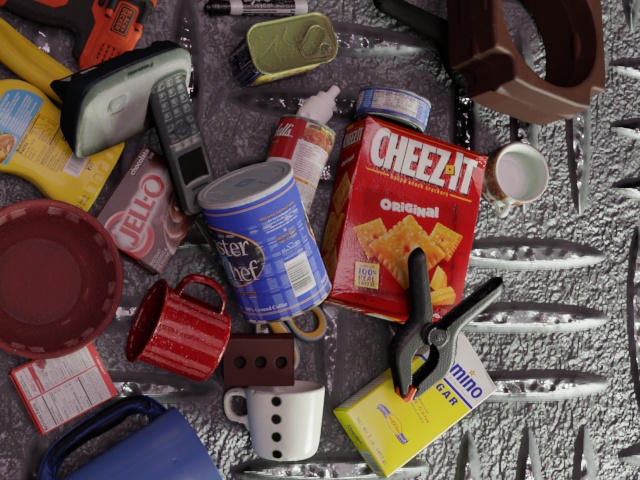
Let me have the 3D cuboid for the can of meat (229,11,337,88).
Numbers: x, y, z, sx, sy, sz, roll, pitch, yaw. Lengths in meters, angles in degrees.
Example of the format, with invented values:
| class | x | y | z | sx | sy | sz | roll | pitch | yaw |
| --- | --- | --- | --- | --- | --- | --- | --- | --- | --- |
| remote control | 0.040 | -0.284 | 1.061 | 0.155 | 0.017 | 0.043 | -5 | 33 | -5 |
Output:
| class | x | y | z | sx | sy | sz | roll | pitch | yaw |
| --- | --- | --- | --- | --- | --- | --- | --- | --- | --- |
| can of meat | -0.044 | -0.210 | 1.191 | 0.102 | 0.084 | 0.057 | -16 | 90 | -21 |

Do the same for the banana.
| class | x | y | z | sx | sy | sz | roll | pitch | yaw |
| --- | --- | --- | --- | --- | --- | --- | --- | --- | --- |
| banana | -0.282 | -0.172 | 1.105 | 0.197 | 0.070 | 0.037 | 37 | 84 | -31 |

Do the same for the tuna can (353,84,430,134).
| class | x | y | z | sx | sy | sz | roll | pitch | yaw |
| --- | --- | --- | --- | --- | --- | --- | --- | --- | --- |
| tuna can | 0.082 | -0.148 | 1.232 | 0.086 | 0.086 | 0.034 | 16 | 80 | -19 |

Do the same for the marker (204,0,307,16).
| class | x | y | z | sx | sy | sz | roll | pitch | yaw |
| --- | --- | --- | --- | --- | --- | --- | --- | --- | --- |
| marker | -0.074 | -0.266 | 1.221 | 0.121 | 0.020 | 0.020 | -5 | 86 | -21 |

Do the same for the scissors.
| class | x | y | z | sx | sy | sz | roll | pitch | yaw |
| --- | --- | --- | --- | --- | --- | --- | --- | --- | --- |
| scissors | -0.060 | 0.050 | 1.193 | 0.096 | 0.016 | 0.202 | -24 | 94 | -19 |

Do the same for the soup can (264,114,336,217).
| class | x | y | z | sx | sy | sz | roll | pitch | yaw |
| --- | --- | --- | --- | --- | --- | --- | --- | --- | --- |
| soup can | -0.029 | -0.080 | 1.192 | 0.068 | 0.069 | 0.102 | 23 | 77 | -17 |

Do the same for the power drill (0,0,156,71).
| class | x | y | z | sx | sy | sz | roll | pitch | yaw |
| --- | --- | --- | --- | --- | --- | --- | --- | --- | --- |
| power drill | -0.265 | -0.279 | 1.130 | 0.187 | 0.057 | 0.184 | 24 | 73 | -16 |

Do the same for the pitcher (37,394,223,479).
| class | x | y | z | sx | sy | sz | roll | pitch | yaw |
| --- | --- | --- | --- | --- | --- | --- | --- | --- | --- |
| pitcher | -0.220 | 0.271 | 1.061 | 0.242 | 0.149 | 0.145 | -28 | 110 | -18 |

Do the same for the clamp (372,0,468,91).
| class | x | y | z | sx | sy | sz | roll | pitch | yaw |
| --- | --- | --- | --- | --- | --- | --- | --- | --- | --- |
| clamp | 0.161 | -0.251 | 1.295 | 0.164 | 0.036 | 0.210 | -34 | 99 | -29 |

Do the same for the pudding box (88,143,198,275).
| class | x | y | z | sx | sy | sz | roll | pitch | yaw |
| --- | --- | --- | --- | --- | --- | --- | --- | --- | --- |
| pudding box | -0.183 | -0.032 | 1.144 | 0.090 | 0.039 | 0.113 | 34 | 74 | -14 |

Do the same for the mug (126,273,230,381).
| class | x | y | z | sx | sy | sz | roll | pitch | yaw |
| --- | --- | --- | --- | --- | --- | --- | --- | --- | --- |
| mug | -0.141 | 0.087 | 1.116 | 0.081 | 0.093 | 0.117 | 24 | 105 | -22 |

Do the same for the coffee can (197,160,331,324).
| class | x | y | z | sx | sy | sz | roll | pitch | yaw |
| --- | --- | --- | --- | --- | --- | --- | --- | --- | --- |
| coffee can | -0.057 | 0.001 | 1.114 | 0.102 | 0.103 | 0.140 | -27 | 112 | -21 |

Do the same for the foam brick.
| class | x | y | z | sx | sy | sz | roll | pitch | yaw |
| --- | --- | --- | --- | --- | --- | --- | --- | --- | --- |
| foam brick | -0.067 | 0.128 | 1.153 | 0.078 | 0.051 | 0.053 | 0 | 93 | -7 |

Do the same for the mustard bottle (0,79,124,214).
| class | x | y | z | sx | sy | sz | roll | pitch | yaw |
| --- | --- | --- | --- | --- | --- | --- | --- | --- | --- |
| mustard bottle | -0.306 | -0.110 | 1.096 | 0.191 | 0.058 | 0.096 | 30 | 79 | -15 |

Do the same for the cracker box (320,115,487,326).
| class | x | y | z | sx | sy | sz | roll | pitch | yaw |
| --- | --- | --- | --- | --- | --- | --- | --- | --- | --- |
| cracker box | 0.093 | -0.016 | 1.229 | 0.164 | 0.072 | 0.213 | 16 | 78 | -19 |

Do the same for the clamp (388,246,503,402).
| class | x | y | z | sx | sy | sz | roll | pitch | yaw |
| --- | --- | --- | --- | --- | --- | --- | --- | --- | --- |
| clamp | 0.133 | 0.098 | 1.178 | 0.120 | 0.039 | 0.171 | 12 | 103 | -15 |

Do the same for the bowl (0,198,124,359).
| class | x | y | z | sx | sy | sz | roll | pitch | yaw |
| --- | --- | --- | --- | --- | --- | --- | --- | --- | --- |
| bowl | -0.286 | 0.040 | 1.089 | 0.162 | 0.055 | 0.162 | 2 | 84 | -21 |

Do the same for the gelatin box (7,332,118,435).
| class | x | y | z | sx | sy | sz | roll | pitch | yaw |
| --- | --- | --- | --- | --- | --- | --- | --- | --- | --- |
| gelatin box | -0.265 | 0.147 | 1.099 | 0.089 | 0.030 | 0.073 | -28 | 96 | -21 |

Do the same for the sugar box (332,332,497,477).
| class | x | y | z | sx | sy | sz | roll | pitch | yaw |
| --- | --- | --- | --- | --- | --- | --- | --- | --- | --- |
| sugar box | 0.111 | 0.183 | 1.229 | 0.176 | 0.048 | 0.093 | -35 | 96 | -19 |
